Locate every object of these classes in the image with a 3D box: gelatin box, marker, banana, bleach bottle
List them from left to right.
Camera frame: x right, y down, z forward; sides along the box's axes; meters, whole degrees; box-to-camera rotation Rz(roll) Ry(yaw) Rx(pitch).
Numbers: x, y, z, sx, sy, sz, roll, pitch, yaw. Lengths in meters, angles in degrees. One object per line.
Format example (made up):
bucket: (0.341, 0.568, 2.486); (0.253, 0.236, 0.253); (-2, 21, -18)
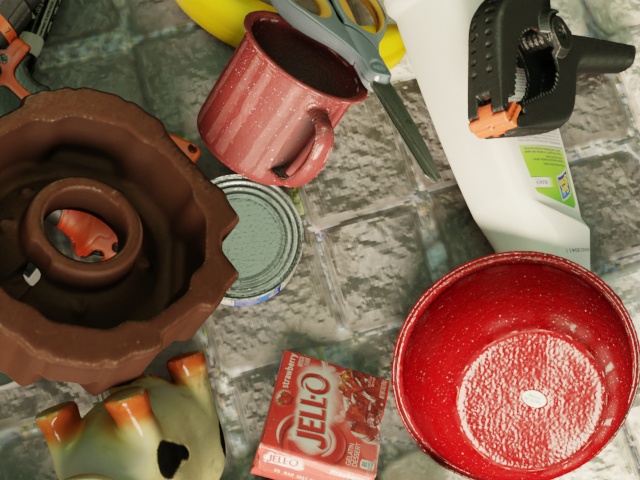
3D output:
marker: (-0.197, -0.159, 0.752); (0.020, 0.020, 0.121); (16, 76, -1)
banana: (-0.022, -0.152, 0.758); (0.197, 0.037, 0.069); (13, 46, -5)
gelatin box: (0.002, 0.116, 0.672); (0.073, 0.030, 0.089); (16, 36, 0)
bleach bottle: (0.123, -0.060, 0.718); (0.102, 0.068, 0.251); (-4, 75, -45)

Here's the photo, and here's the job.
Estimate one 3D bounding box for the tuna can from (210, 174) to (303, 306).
tuna can: (-0.055, 0.001, 0.717); (0.086, 0.034, 0.086); (1, 76, -4)

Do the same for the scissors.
scissors: (0.017, -0.116, 0.685); (0.096, 0.016, 0.202); (13, 42, -22)

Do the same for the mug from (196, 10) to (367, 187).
mug: (-0.024, -0.082, 0.695); (0.093, 0.082, 0.117); (10, 38, -39)

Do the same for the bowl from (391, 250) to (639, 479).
bowl: (0.126, 0.091, 0.666); (0.162, 0.055, 0.162); (0, 103, 0)

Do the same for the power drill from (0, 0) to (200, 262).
power drill: (-0.173, -0.088, 0.689); (0.187, 0.057, 0.184); (39, 74, -15)

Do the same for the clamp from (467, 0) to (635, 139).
clamp: (0.148, -0.127, 0.699); (0.164, 0.036, 0.209); (46, 48, -26)
